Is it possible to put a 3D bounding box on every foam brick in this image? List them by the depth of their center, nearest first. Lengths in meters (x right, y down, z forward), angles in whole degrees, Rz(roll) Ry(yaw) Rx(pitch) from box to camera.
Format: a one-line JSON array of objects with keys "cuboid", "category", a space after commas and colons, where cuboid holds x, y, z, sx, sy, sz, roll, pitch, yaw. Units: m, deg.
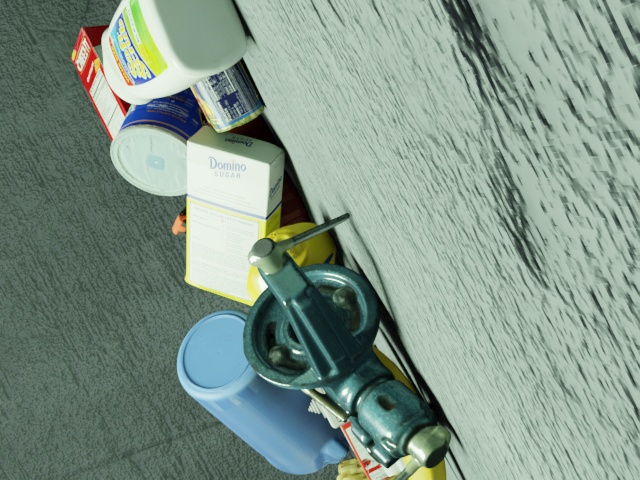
[{"cuboid": [-0.081, -0.107, 1.124, 0.078, 0.053, 0.051, 62, 176, 16], "category": "foam brick"}]

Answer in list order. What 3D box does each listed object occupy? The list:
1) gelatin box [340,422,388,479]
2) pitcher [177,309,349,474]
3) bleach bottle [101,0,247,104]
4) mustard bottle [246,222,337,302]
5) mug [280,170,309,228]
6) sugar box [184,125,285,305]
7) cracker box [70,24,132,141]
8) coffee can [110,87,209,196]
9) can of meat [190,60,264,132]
[{"cuboid": [0.070, 0.225, 1.223, 0.089, 0.073, 0.030, 63, 177, -14], "category": "gelatin box"}, {"cuboid": [-0.070, 0.169, 1.241, 0.242, 0.149, 0.145, 49, -144, -52], "category": "pitcher"}, {"cuboid": [-0.143, -0.164, 0.934, 0.102, 0.068, 0.251, 67, 157, -2], "category": "bleach bottle"}, {"cuboid": [-0.026, 0.031, 1.026, 0.058, 0.096, 0.191, 46, 170, 17], "category": "mustard bottle"}, {"cuboid": [-0.069, -0.044, 1.177, 0.117, 0.081, 0.093, 64, 176, -18], "category": "mug"}, {"cuboid": [-0.089, -0.023, 1.091, 0.048, 0.093, 0.176, -51, -27, -53], "category": "sugar box"}, {"cuboid": [-0.209, -0.184, 1.400, 0.214, 0.163, 0.072, 60, 140, 20], "category": "cracker box"}, {"cuboid": [-0.163, -0.134, 1.190, 0.103, 0.103, 0.140, 67, -151, -43], "category": "coffee can"}, {"cuboid": [-0.100, -0.157, 1.036, 0.084, 0.057, 0.102, 62, 176, -20], "category": "can of meat"}]
